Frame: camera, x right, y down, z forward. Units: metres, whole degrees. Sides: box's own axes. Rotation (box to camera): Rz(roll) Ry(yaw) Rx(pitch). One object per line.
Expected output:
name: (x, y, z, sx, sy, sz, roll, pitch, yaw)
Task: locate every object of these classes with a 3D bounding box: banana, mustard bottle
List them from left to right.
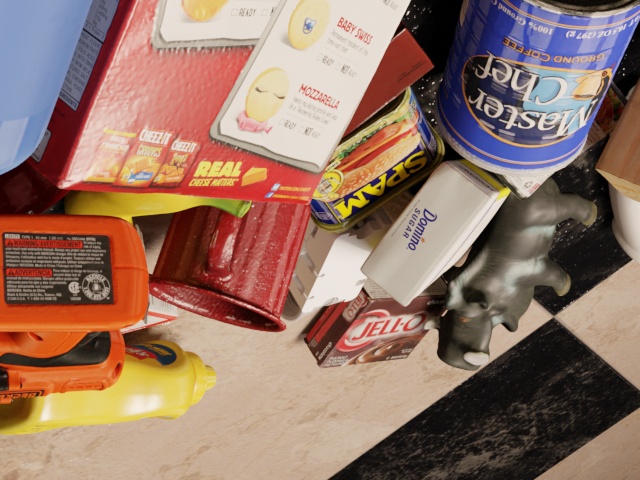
mustard bottle: (-0.147, 0.099, 0.747, 0.096, 0.058, 0.191, 3, 178, 40)
banana: (-0.108, -0.018, 0.586, 0.037, 0.069, 0.198, -54, -162, -22)

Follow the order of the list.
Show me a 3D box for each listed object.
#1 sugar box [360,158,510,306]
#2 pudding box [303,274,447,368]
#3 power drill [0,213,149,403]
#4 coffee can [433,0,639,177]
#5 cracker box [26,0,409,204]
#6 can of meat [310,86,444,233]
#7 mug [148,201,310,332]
sugar box: (0.086, -0.012, 0.758, 0.093, 0.048, 0.176, -53, 169, 12)
pudding box: (0.053, 0.068, 0.940, 0.113, 0.039, 0.090, -3, 139, -43)
power drill: (-0.177, 0.043, 0.554, 0.184, 0.057, 0.188, -1, 162, -26)
coffee can: (0.132, -0.121, 0.648, 0.102, 0.103, 0.140, -21, 150, -20)
cracker box: (-0.030, -0.124, 0.453, 0.163, 0.072, 0.214, 1, 120, -54)
can of meat: (0.020, -0.063, 0.683, 0.102, 0.057, 0.084, -33, 150, 4)
mug: (-0.054, 0.001, 0.646, 0.093, 0.081, 0.117, 16, 166, 3)
